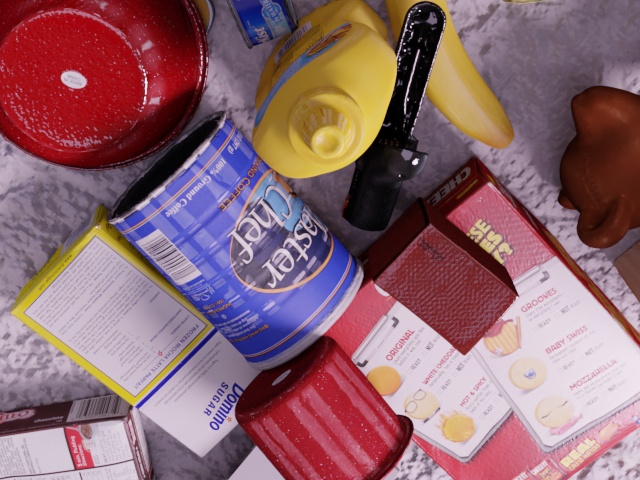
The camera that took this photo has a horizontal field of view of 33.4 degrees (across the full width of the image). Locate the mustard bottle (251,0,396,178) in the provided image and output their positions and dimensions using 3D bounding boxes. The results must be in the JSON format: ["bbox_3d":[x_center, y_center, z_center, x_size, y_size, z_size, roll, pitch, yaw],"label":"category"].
[{"bbox_3d":[0.001,-0.085,0.619,0.096,0.191,0.058,-42,107,14],"label":"mustard bottle"}]

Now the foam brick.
[{"bbox_3d":[0.076,0.021,0.664,0.078,0.051,0.053,40,105,-13],"label":"foam brick"}]

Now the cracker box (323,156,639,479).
[{"bbox_3d":[0.120,0.074,0.750,0.164,0.072,0.213,-41,106,14],"label":"cracker box"}]

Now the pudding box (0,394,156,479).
[{"bbox_3d":[-0.186,0.168,0.802,0.113,0.039,0.090,-8,112,5],"label":"pudding box"}]

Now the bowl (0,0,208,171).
[{"bbox_3d":[-0.151,-0.107,0.664,0.162,0.055,0.162,-1,118,-2],"label":"bowl"}]

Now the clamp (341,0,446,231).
[{"bbox_3d":[0.045,-0.067,0.674,0.039,0.172,0.120,19,69,-4],"label":"clamp"}]

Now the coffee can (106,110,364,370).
[{"bbox_3d":[-0.055,0.001,0.701,0.103,0.103,0.140,-39,107,13],"label":"coffee can"}]

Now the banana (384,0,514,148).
[{"bbox_3d":[0.078,-0.146,0.679,0.069,0.037,0.198,-10,112,5],"label":"banana"}]

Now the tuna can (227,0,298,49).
[{"bbox_3d":[-0.042,-0.162,0.645,0.034,0.086,0.086,-19,111,5],"label":"tuna can"}]

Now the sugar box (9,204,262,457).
[{"bbox_3d":[-0.119,0.066,0.758,0.176,0.048,0.093,41,106,-19],"label":"sugar box"}]

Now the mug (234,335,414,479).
[{"bbox_3d":[-0.007,0.118,0.695,0.093,0.117,0.081,-45,103,-30],"label":"mug"}]
